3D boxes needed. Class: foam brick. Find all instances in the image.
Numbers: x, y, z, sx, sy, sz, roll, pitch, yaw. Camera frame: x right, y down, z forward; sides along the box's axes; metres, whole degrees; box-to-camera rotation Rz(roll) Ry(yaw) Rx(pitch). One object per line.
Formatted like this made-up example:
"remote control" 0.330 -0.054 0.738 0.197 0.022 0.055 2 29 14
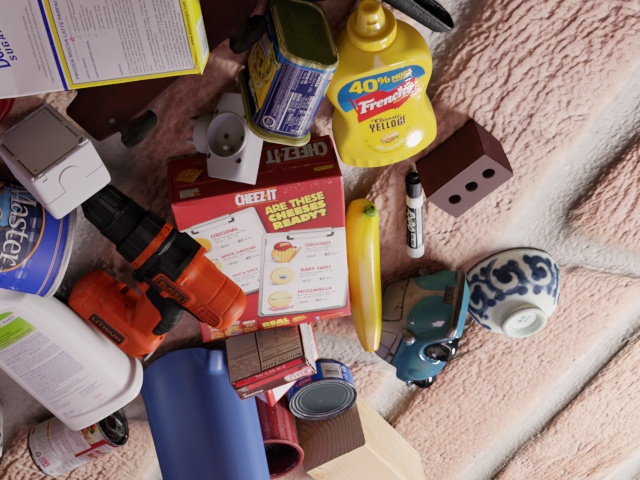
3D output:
"foam brick" 0.144 -0.071 1.067 0.078 0.051 0.052 -39 133 26

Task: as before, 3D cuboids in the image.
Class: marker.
"marker" 0.100 -0.027 1.128 0.020 0.020 0.121 -11 138 -3

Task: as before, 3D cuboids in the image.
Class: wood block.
"wood block" 0.059 0.292 1.416 0.091 0.090 0.206 -27 136 15

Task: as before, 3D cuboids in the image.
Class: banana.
"banana" 0.045 0.027 1.129 0.037 0.069 0.198 -1 128 4

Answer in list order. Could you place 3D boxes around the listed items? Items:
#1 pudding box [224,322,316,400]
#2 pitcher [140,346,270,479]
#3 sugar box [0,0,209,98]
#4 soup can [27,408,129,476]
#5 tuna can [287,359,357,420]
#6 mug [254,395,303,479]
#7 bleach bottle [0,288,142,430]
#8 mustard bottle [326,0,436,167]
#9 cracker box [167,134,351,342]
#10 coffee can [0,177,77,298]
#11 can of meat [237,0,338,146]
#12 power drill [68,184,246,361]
"pudding box" -0.058 0.110 1.168 0.090 0.113 0.039 -21 135 8
"pitcher" -0.125 0.256 1.214 0.145 0.243 0.149 -25 144 10
"sugar box" -0.183 -0.169 0.836 0.176 0.048 0.093 -4 123 7
"soup can" -0.290 0.234 1.279 0.102 0.068 0.068 -27 137 15
"tuna can" 0.001 0.186 1.326 0.086 0.034 0.086 -7 138 -7
"mug" -0.068 0.248 1.340 0.093 0.081 0.117 -25 137 13
"bleach bottle" -0.296 0.087 1.082 0.103 0.068 0.250 -31 123 12
"mustard bottle" 0.051 -0.141 0.937 0.096 0.058 0.191 -14 149 0
"cracker box" -0.057 0.001 1.082 0.164 0.072 0.214 -10 137 -4
"coffee can" -0.308 -0.010 0.981 0.140 0.103 0.103 14 132 -27
"can of meat" -0.027 -0.146 0.906 0.057 0.102 0.084 8 132 -21
"power drill" -0.180 0.037 1.041 0.184 0.057 0.188 42 145 -10
